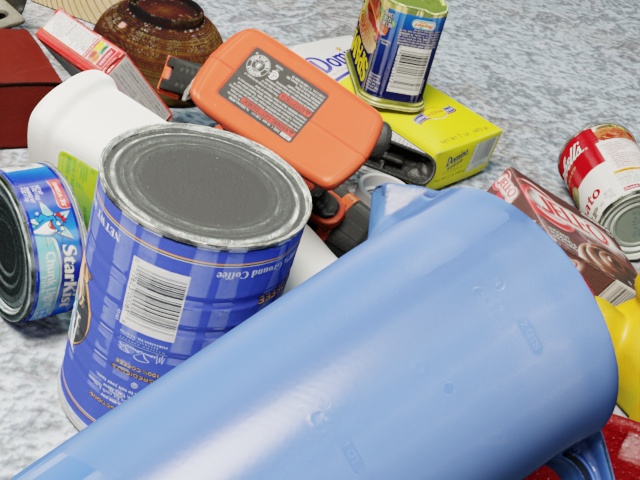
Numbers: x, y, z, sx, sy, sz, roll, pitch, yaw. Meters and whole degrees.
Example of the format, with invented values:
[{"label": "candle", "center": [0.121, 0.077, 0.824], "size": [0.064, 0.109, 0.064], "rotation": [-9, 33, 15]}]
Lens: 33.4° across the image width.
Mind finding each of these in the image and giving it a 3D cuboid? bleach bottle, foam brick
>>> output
[{"label": "bleach bottle", "center": [-0.054, 0.001, 0.619], "size": [0.251, 0.103, 0.068], "rotation": [30, 50, 17]}, {"label": "foam brick", "center": [-0.218, -0.106, 0.739], "size": [0.051, 0.053, 0.078], "rotation": [-7, 41, -34]}]

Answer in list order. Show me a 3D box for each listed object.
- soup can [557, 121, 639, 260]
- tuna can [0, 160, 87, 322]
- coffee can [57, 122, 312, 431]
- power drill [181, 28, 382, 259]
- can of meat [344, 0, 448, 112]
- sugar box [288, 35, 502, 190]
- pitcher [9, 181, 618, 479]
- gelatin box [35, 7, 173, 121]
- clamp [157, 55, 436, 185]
[{"label": "soup can", "center": [0.237, -0.040, 0.853], "size": [0.068, 0.069, 0.102], "rotation": [9, 35, -15]}, {"label": "tuna can", "center": [-0.160, 0.001, 0.583], "size": [0.033, 0.086, 0.086], "rotation": [-13, 45, -36]}, {"label": "coffee can", "center": [-0.072, 0.027, 0.538], "size": [0.102, 0.140, 0.103], "rotation": [13, 34, -9]}, {"label": "power drill", "center": [-0.005, -0.035, 0.643], "size": [0.184, 0.187, 0.057], "rotation": [34, 75, 11]}, {"label": "can of meat", "center": [0.060, -0.163, 0.847], "size": [0.057, 0.084, 0.102], "rotation": [8, 33, -12]}, {"label": "sugar box", "center": [0.053, -0.110, 0.884], "size": [0.176, 0.048, 0.093], "rotation": [39, 39, 26]}, {"label": "pitcher", "center": [0.004, 0.094, 0.449], "size": [0.242, 0.145, 0.149], "rotation": [-30, 36, -24]}, {"label": "gelatin box", "center": [-0.152, -0.118, 0.764], "size": [0.073, 0.089, 0.030], "rotation": [36, 81, 27]}, {"label": "clamp", "center": [-0.018, -0.086, 0.766], "size": [0.210, 0.036, 0.164], "rotation": [21, 1, 24]}]
